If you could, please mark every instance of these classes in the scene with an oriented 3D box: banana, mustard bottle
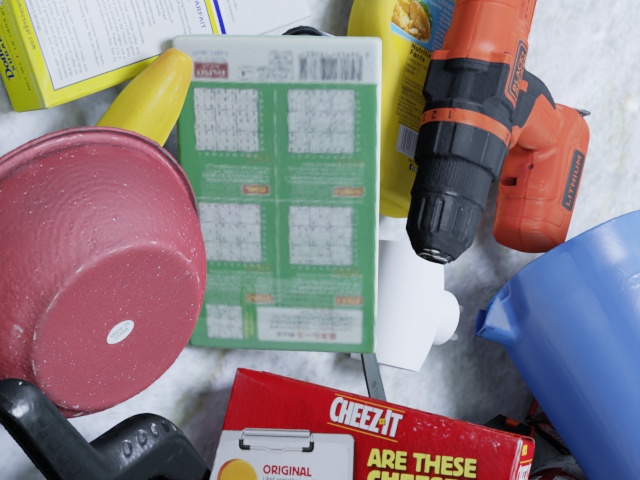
[{"bbox_3d":[-0.134,-0.017,0.529,0.037,0.070,0.197,43,70,12],"label":"banana"},{"bbox_3d":[0.055,-0.116,0.669,0.096,0.058,0.191,24,78,-42],"label":"mustard bottle"}]

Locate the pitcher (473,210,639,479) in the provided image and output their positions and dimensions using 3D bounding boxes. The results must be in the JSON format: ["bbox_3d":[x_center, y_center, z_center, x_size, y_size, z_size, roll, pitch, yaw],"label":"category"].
[{"bbox_3d":[0.225,0.107,0.693,0.243,0.149,0.144,62,21,16],"label":"pitcher"}]

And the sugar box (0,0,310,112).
[{"bbox_3d":[-0.093,-0.139,0.569,0.175,0.048,0.093,-27,109,-36],"label":"sugar box"}]

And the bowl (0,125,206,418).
[{"bbox_3d":[-0.110,0.029,0.516,0.161,0.055,0.162,-26,134,-31],"label":"bowl"}]

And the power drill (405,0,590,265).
[{"bbox_3d":[0.115,-0.054,0.671,0.187,0.057,0.184,37,67,-60],"label":"power drill"}]

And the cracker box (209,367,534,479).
[{"bbox_3d":[0.013,0.192,0.582,0.072,0.164,0.213,29,73,-69],"label":"cracker box"}]

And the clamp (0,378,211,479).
[{"bbox_3d":[-0.121,0.139,0.511,0.164,0.036,0.209,-61,158,5],"label":"clamp"}]
